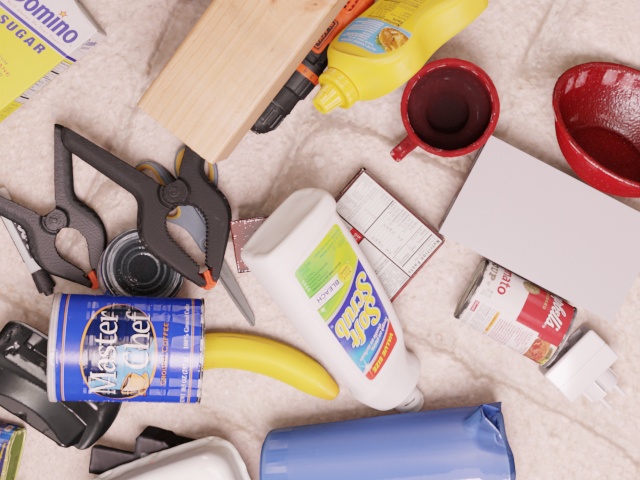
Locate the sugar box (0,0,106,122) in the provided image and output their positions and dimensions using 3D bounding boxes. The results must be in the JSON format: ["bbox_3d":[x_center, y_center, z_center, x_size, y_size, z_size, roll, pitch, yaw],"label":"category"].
[{"bbox_3d":[-0.315,-0.191,1.083,0.176,0.048,0.093,-39,90,6],"label":"sugar box"}]

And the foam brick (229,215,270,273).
[{"bbox_3d":[-0.057,0.001,1.060,0.053,0.078,0.051,-9,92,2],"label":"foam brick"}]

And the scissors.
[{"bbox_3d":[-0.107,-0.016,1.093,0.202,0.016,0.096,45,95,0],"label":"scissors"}]

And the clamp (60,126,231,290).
[{"bbox_3d":[-0.157,-0.047,1.059,0.164,0.036,0.210,-15,87,-7],"label":"clamp"}]

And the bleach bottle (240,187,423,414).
[{"bbox_3d":[0.031,0.073,1.030,0.102,0.068,0.250,-48,119,-20],"label":"bleach bottle"}]

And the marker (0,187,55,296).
[{"bbox_3d":[-0.308,0.003,1.106,0.020,0.020,0.121,-26,91,5],"label":"marker"}]

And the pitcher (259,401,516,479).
[{"bbox_3d":[0.069,0.240,1.048,0.243,0.145,0.149,-5,81,8],"label":"pitcher"}]

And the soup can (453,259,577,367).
[{"bbox_3d":[0.191,0.071,1.051,0.102,0.068,0.068,29,95,2],"label":"soup can"}]

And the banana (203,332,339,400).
[{"bbox_3d":[-0.079,0.127,1.091,0.198,0.037,0.070,1,112,5],"label":"banana"}]

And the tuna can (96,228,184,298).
[{"bbox_3d":[-0.180,0.031,1.075,0.086,0.034,0.086,4,76,-17],"label":"tuna can"}]

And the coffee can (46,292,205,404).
[{"bbox_3d":[-0.182,0.102,1.010,0.140,0.103,0.103,3,93,-9],"label":"coffee can"}]

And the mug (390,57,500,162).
[{"bbox_3d":[0.115,-0.118,1.039,0.117,0.081,0.093,-44,90,5],"label":"mug"}]

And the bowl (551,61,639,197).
[{"bbox_3d":[0.285,-0.095,1.018,0.162,0.055,0.162,9,51,-11],"label":"bowl"}]

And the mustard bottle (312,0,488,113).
[{"bbox_3d":[0.064,-0.187,1.007,0.191,0.096,0.058,-44,134,-16],"label":"mustard bottle"}]

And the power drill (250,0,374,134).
[{"bbox_3d":[-0.067,-0.224,1.060,0.187,0.057,0.184,38,92,-1],"label":"power drill"}]

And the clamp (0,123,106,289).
[{"bbox_3d":[-0.266,-0.031,1.090,0.120,0.039,0.171,-41,99,-1],"label":"clamp"}]

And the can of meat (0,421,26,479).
[{"bbox_3d":[-0.359,0.231,1.105,0.084,0.057,0.102,13,95,1],"label":"can of meat"}]

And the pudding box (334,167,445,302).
[{"bbox_3d":[0.055,-0.004,1.071,0.113,0.039,0.090,42,95,-1],"label":"pudding box"}]

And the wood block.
[{"bbox_3d":[-0.066,-0.180,0.989,0.090,0.090,0.206,38,99,0],"label":"wood block"}]
